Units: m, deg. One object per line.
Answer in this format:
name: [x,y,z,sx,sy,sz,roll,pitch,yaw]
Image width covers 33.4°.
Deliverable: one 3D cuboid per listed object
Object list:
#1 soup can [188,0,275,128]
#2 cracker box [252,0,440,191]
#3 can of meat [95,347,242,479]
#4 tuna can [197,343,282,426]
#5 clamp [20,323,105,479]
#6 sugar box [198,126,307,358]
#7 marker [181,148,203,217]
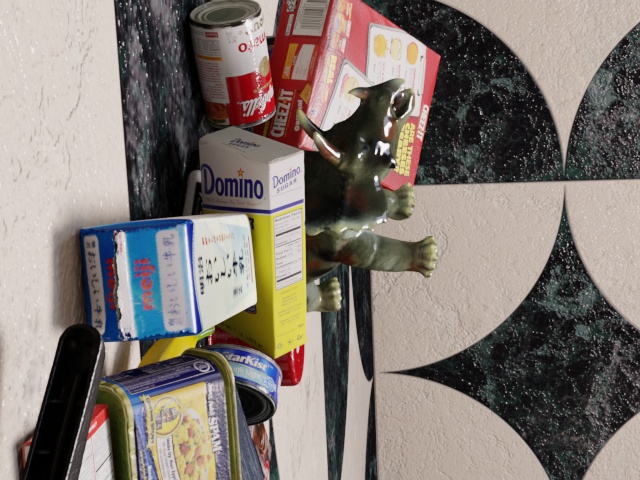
soup can: [-0.080,-0.163,0.980,0.068,0.068,0.102,-79,165,-57]
cracker box: [0.031,-0.149,1.104,0.213,0.072,0.164,18,83,-54]
can of meat: [-0.102,0.128,0.681,0.083,0.058,0.102,-12,102,-44]
tuna can: [-0.076,0.123,0.898,0.086,0.086,0.033,79,15,-52]
clamp: [-0.143,0.153,0.522,0.164,0.036,0.210,-49,141,-59]
sugar box: [-0.056,0.001,0.894,0.048,0.093,0.176,-24,122,-37]
marker: [-0.110,-0.031,0.921,0.020,0.020,0.121,78,13,-54]
